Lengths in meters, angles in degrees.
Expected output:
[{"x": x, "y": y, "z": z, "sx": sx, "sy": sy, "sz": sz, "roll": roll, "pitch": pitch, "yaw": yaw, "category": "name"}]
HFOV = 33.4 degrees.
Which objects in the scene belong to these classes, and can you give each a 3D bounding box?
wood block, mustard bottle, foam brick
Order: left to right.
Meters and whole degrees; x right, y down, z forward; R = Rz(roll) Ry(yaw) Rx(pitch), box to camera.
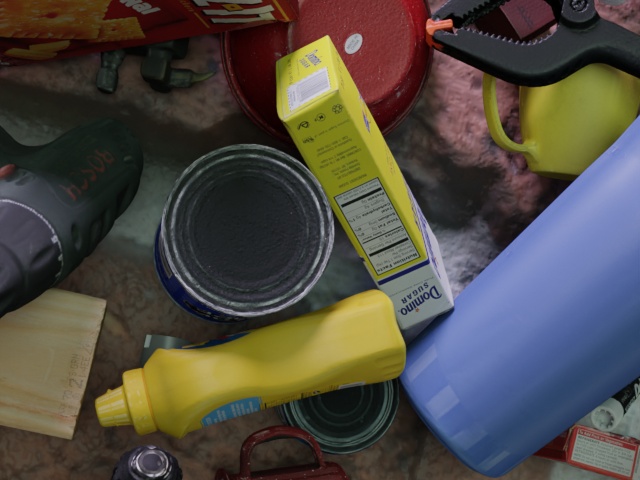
[{"x": -0.246, "y": 0.059, "z": 0.674, "sx": 0.206, "sy": 0.091, "sz": 0.090, "roll": 14, "pitch": 81, "yaw": -9, "category": "wood block"}, {"x": -0.046, "y": 0.083, "z": 0.672, "sx": 0.191, "sy": 0.096, "sz": 0.058, "roll": -15, "pitch": 82, "yaw": -7, "category": "mustard bottle"}, {"x": 0.140, "y": -0.185, "z": 0.791, "sx": 0.053, "sy": 0.051, "sz": 0.078, "roll": -32, "pitch": 90, "yaw": -11, "category": "foam brick"}]

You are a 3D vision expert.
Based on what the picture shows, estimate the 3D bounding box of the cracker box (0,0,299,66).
[{"x": -0.134, "y": -0.171, "z": 0.645, "sx": 0.214, "sy": 0.164, "sz": 0.072, "roll": -7, "pitch": 81, "yaw": 12, "category": "cracker box"}]

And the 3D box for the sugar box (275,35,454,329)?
[{"x": 0.030, "y": -0.037, "z": 0.697, "sx": 0.048, "sy": 0.093, "sz": 0.176, "roll": -27, "pitch": 119, "yaw": 13, "category": "sugar box"}]

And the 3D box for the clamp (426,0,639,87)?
[{"x": 0.178, "y": -0.144, "z": 0.714, "sx": 0.210, "sy": 0.036, "sz": 0.164, "roll": -14, "pitch": 79, "yaw": 5, "category": "clamp"}]

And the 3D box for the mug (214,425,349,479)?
[{"x": -0.023, "y": 0.179, "z": 0.703, "sx": 0.081, "sy": 0.093, "sz": 0.117, "roll": -5, "pitch": 92, "yaw": -16, "category": "mug"}]

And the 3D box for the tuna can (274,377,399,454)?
[{"x": 0.011, "y": 0.106, "z": 0.745, "sx": 0.086, "sy": 0.034, "sz": 0.086, "roll": 1, "pitch": 84, "yaw": -10, "category": "tuna can"}]

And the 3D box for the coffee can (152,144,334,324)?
[{"x": -0.055, "y": 0.001, "z": 0.690, "sx": 0.102, "sy": 0.140, "sz": 0.103, "roll": 1, "pitch": 84, "yaw": -10, "category": "coffee can"}]

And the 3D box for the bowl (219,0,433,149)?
[{"x": 0.014, "y": -0.138, "z": 0.741, "sx": 0.162, "sy": 0.055, "sz": 0.162, "roll": -3, "pitch": 100, "yaw": -16, "category": "bowl"}]

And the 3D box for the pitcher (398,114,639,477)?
[{"x": 0.171, "y": 0.040, "z": 0.714, "sx": 0.243, "sy": 0.149, "sz": 0.145, "roll": -43, "pitch": 55, "yaw": 12, "category": "pitcher"}]
